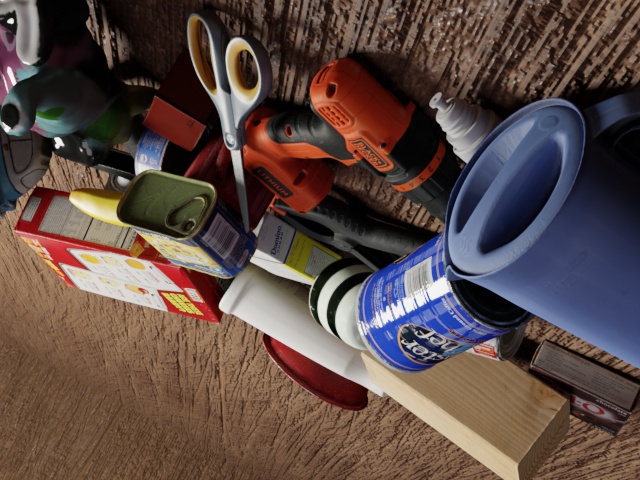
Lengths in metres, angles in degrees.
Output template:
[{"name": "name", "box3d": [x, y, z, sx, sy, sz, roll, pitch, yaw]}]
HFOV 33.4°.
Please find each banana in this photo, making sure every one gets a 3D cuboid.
[{"name": "banana", "box3d": [-0.177, -0.046, 1.122, 0.198, 0.037, 0.069, -15, 106, 31]}]

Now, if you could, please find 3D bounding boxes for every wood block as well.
[{"name": "wood block", "box3d": [0.155, 0.161, 1.143, 0.206, 0.090, 0.090, 33, 162, 28]}]

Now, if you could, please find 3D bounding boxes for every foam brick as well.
[{"name": "foam brick", "box3d": [-0.117, -0.121, 0.938, 0.053, 0.051, 0.078, 31, 160, -10]}]

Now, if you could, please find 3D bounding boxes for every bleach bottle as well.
[{"name": "bleach bottle", "box3d": [0.008, 0.113, 1.255, 0.251, 0.068, 0.102, 33, -165, 3]}]

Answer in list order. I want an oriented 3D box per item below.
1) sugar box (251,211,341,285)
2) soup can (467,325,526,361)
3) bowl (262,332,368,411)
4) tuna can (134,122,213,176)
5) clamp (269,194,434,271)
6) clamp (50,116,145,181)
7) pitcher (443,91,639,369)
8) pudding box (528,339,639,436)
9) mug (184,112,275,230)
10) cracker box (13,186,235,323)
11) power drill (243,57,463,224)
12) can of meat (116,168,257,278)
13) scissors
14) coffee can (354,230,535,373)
[{"name": "sugar box", "box3d": [-0.057, 0.001, 1.111, 0.093, 0.048, 0.176, 16, 170, 28]}, {"name": "soup can", "box3d": [0.143, 0.073, 1.047, 0.102, 0.068, 0.068, 15, 156, 32]}, {"name": "bowl", "box3d": [0.008, 0.143, 1.353, 0.162, 0.055, 0.162, 32, -166, -9]}, {"name": "tuna can", "box3d": [-0.137, -0.081, 1.013, 0.034, 0.086, 0.086, 20, 159, 25]}, {"name": "clamp", "box3d": [0.031, -0.005, 1.048, 0.171, 0.039, 0.120, 25, 155, 1]}, {"name": "clamp", "box3d": [-0.178, -0.080, 1.139, 0.210, 0.036, 0.165, 30, 154, -14]}, {"name": "pitcher", "box3d": [0.218, 0.011, 0.722, 0.242, 0.145, 0.149, 29, 169, -22]}, {"name": "pudding box", "box3d": [0.272, 0.155, 1.118, 0.113, 0.039, 0.090, 23, 160, 15]}, {"name": "mug", "box3d": [-0.078, -0.065, 0.979, 0.093, 0.081, 0.117, 26, 160, 6]}, {"name": "cracker box", "box3d": [-0.224, 0.016, 1.252, 0.214, 0.072, 0.164, 11, 157, 17]}, {"name": "power drill", "box3d": [0.026, -0.067, 0.879, 0.184, 0.057, 0.188, 43, 153, -26]}, {"name": "can of meat", "box3d": [-0.117, -0.012, 0.951, 0.102, 0.057, 0.083, 14, 159, 35]}, {"name": "scissors", "box3d": [-0.059, -0.088, 0.857, 0.096, 0.016, 0.202, 13, 128, 47]}, {"name": "coffee can", "box3d": [0.110, 0.050, 0.938, 0.102, 0.102, 0.141, 34, 146, -15]}]
